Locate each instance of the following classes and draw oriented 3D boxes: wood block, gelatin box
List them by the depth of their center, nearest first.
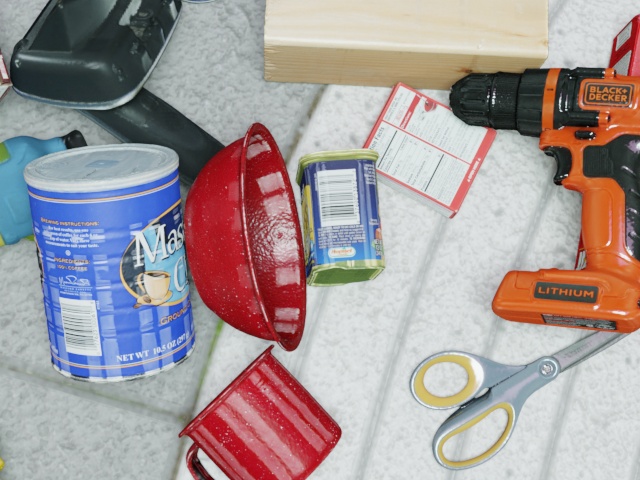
[{"bbox_3d":[0.061,-0.171,0.815,0.206,0.091,0.090,3,79,-3],"label":"wood block"},{"bbox_3d":[0.080,-0.070,0.827,0.089,0.030,0.073,27,80,2],"label":"gelatin box"}]

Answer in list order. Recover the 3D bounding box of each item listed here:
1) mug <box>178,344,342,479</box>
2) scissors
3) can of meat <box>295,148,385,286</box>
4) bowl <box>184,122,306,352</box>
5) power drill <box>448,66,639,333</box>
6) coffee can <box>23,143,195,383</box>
[{"bbox_3d":[-0.047,0.142,0.756,0.081,0.093,0.117,46,111,1],"label":"mug"},{"bbox_3d":[0.151,0.088,0.806,0.201,0.016,0.096,-42,83,-10],"label":"scissors"},{"bbox_3d":[0.014,-0.014,0.777,0.057,0.102,0.084,-4,81,-4],"label":"can of meat"},{"bbox_3d":[-0.055,0.001,0.749,0.055,0.162,0.162,-8,79,11],"label":"bowl"},{"bbox_3d":[0.171,-0.034,0.758,0.185,0.057,0.187,5,78,22],"label":"power drill"},{"bbox_3d":[-0.143,0.013,0.735,0.102,0.103,0.140,-4,109,-4],"label":"coffee can"}]
